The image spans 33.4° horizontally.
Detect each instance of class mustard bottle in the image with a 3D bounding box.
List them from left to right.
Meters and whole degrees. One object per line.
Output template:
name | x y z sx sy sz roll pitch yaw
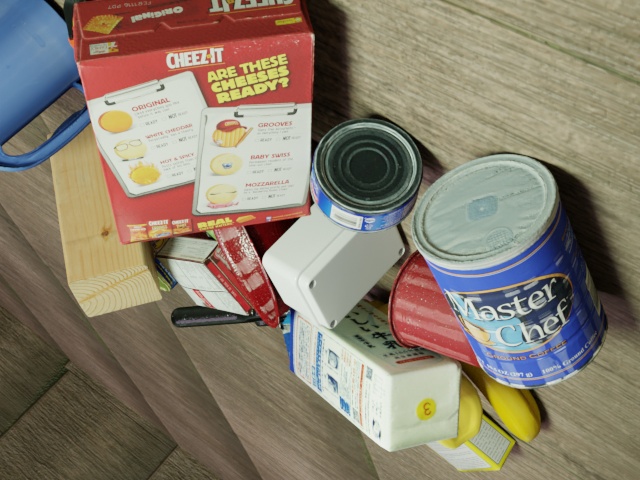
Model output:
mustard bottle | 0.086 0.117 1.070 0.192 0.058 0.096 49 168 48

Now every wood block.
wood block | -0.253 -0.029 1.244 0.090 0.091 0.206 81 175 -61

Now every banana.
banana | 0.166 0.139 1.038 0.070 0.037 0.197 11 143 55

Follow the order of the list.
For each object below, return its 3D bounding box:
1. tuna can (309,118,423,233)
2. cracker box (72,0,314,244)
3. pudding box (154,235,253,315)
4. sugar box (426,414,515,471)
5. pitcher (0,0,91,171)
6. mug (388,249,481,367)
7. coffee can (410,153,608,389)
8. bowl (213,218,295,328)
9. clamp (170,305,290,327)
tuna can | 0.035 -0.051 0.821 0.086 0.086 0.034 37 158 13
cracker box | -0.090 -0.094 0.821 0.214 0.164 0.072 91 168 -54
pudding box | -0.127 0.038 1.220 0.114 0.039 0.090 4 138 51
sugar box | 0.122 0.187 1.185 0.176 0.048 0.093 43 155 -10
pitcher | -0.365 -0.146 1.142 0.149 0.242 0.145 30 159 33
mug | 0.124 0.059 0.897 0.082 0.093 0.117 17 180 41
coffee can | 0.137 0.023 0.759 0.103 0.102 0.140 21 152 45
bowl | -0.057 0.001 1.030 0.162 0.055 0.162 57 164 26
clamp | -0.074 0.085 1.277 0.210 0.164 0.036 -18 74 61
